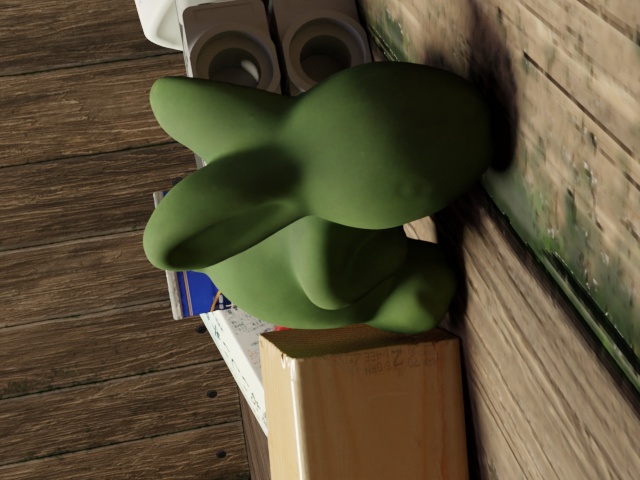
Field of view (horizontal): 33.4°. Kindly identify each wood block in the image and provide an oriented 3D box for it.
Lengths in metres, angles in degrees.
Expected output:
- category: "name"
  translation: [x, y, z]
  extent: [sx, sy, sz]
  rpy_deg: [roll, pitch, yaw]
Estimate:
- category: "wood block"
  translation: [0.026, 0.151, 0.572]
  extent: [0.091, 0.090, 0.206]
  rpy_deg: [-163, 68, -76]

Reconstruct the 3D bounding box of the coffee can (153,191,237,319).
- category: "coffee can"
  translation: [-0.056, 0.001, 0.851]
  extent: [0.103, 0.140, 0.103]
  rpy_deg: [170, 90, -82]
